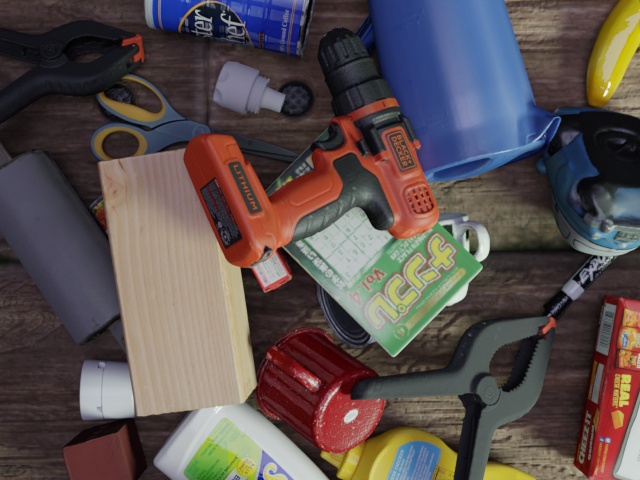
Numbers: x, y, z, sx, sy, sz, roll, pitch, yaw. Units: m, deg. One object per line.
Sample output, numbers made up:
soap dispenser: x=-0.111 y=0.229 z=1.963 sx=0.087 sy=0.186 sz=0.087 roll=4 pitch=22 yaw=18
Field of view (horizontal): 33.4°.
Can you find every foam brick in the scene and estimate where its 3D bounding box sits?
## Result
foam brick: x=-0.193 y=0.196 z=0.960 sx=0.053 sy=0.078 sz=0.051 roll=-15 pitch=91 yaw=1

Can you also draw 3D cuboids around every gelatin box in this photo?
gelatin box: x=-0.056 y=0.001 z=0.960 sx=0.030 sy=0.073 sz=0.089 roll=-30 pitch=90 yaw=1

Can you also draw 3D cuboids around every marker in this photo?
marker: x=0.249 y=0.027 z=0.983 sx=0.020 sy=0.020 sz=0.121 roll=43 pitch=91 yaw=1

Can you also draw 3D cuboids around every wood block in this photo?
wood block: x=-0.116 y=0.031 z=0.884 sx=0.091 sy=0.090 sz=0.206 roll=-8 pitch=92 yaw=5

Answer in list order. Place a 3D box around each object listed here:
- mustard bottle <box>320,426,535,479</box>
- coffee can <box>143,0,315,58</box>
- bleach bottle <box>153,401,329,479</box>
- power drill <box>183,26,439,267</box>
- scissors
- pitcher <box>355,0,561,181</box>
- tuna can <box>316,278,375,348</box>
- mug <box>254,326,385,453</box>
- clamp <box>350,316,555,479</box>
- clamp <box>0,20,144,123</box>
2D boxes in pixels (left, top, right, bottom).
mustard bottle: x=0.091 y=0.223 z=0.965 sx=0.191 sy=0.058 sz=0.096 roll=22 pitch=83 yaw=1
coffee can: x=-0.075 y=-0.226 z=0.946 sx=0.140 sy=0.103 sz=0.103 roll=12 pitch=90 yaw=1
bleach bottle: x=-0.024 y=0.238 z=0.966 sx=0.251 sy=0.068 sz=0.102 roll=38 pitch=94 yaw=-1
power drill: x=-0.009 y=-0.070 z=0.842 sx=0.187 sy=0.057 sz=0.184 roll=-21 pitch=83 yaw=-29
scissors: x=-0.126 y=-0.085 z=0.990 sx=0.202 sy=0.016 sz=0.096 roll=29 pitch=92 yaw=1
pitcher: x=0.099 y=-0.172 z=0.940 sx=0.149 sy=0.145 sz=0.243 roll=-12 pitch=86 yaw=-11
tuna can: x=0.034 y=0.050 z=0.952 sx=0.033 sy=0.086 sz=0.086 roll=-18 pitch=90 yaw=-31
mug: x=-0.003 y=0.127 z=0.927 sx=0.093 sy=0.082 sz=0.117 roll=-51 pitch=133 yaw=-9
clamp: x=0.139 y=0.144 z=0.937 sx=0.209 sy=0.036 sz=0.164 roll=-33 pitch=101 yaw=-27
clamp: x=-0.246 y=-0.152 z=0.963 sx=0.171 sy=0.039 sz=0.120 roll=-5 pitch=67 yaw=-1
